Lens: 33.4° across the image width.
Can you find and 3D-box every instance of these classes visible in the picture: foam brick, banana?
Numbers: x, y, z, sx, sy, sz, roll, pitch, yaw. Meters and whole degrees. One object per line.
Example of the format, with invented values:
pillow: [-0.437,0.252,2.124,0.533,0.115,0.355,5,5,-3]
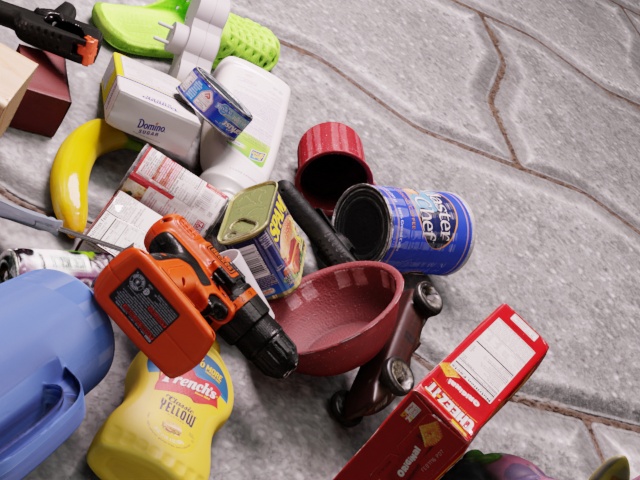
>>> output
foam brick: [-0.295,-0.155,1.108,0.051,0.053,0.078,13,40,-32]
banana: [-0.235,-0.076,1.081,0.069,0.037,0.197,31,34,-8]

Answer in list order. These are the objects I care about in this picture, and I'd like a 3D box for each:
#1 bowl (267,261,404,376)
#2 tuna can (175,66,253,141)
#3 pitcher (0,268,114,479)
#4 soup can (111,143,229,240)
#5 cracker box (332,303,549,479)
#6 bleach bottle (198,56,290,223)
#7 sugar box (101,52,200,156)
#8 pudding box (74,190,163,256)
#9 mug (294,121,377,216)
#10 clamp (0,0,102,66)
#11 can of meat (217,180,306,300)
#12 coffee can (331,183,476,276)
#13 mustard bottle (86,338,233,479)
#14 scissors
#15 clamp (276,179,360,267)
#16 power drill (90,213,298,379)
bowl: [0.013,0.085,1.050,0.162,0.162,0.055,-63,136,-56]
tuna can: [-0.114,-0.149,1.155,0.086,0.034,0.086,42,8,-7]
pitcher: [-0.247,0.110,0.762,0.149,0.145,0.242,47,31,3]
soup can: [-0.152,-0.043,1.090,0.102,0.069,0.068,33,34,-8]
cracker box: [0.112,0.167,0.994,0.072,0.164,0.213,43,34,11]
bleach bottle: [-0.099,-0.111,1.228,0.102,0.068,0.250,25,38,-12]
sugar box: [-0.187,-0.149,1.157,0.093,0.048,0.176,23,18,-20]
pudding box: [-0.172,0.013,1.034,0.113,0.039,0.090,31,36,-5]
mug: [0.023,-0.084,1.285,0.117,0.093,0.081,28,30,-22]
clamp: [-0.308,-0.234,1.151,0.164,0.036,0.210,1,24,-37]
can of meat: [-0.057,0.001,1.103,0.102,0.057,0.084,-79,147,-56]
coffee can: [0.098,-0.011,1.249,0.140,0.103,0.103,3,47,-40]
mustard bottle: [-0.123,0.137,0.911,0.096,0.058,0.191,32,34,-10]
scissors: [-0.251,-0.017,0.940,0.202,0.016,0.096,18,-3,5]
clamp: [0.017,0.009,1.180,0.171,0.039,0.120,53,12,16]
power drill: [-0.102,0.059,0.901,0.184,0.057,0.187,46,11,4]
